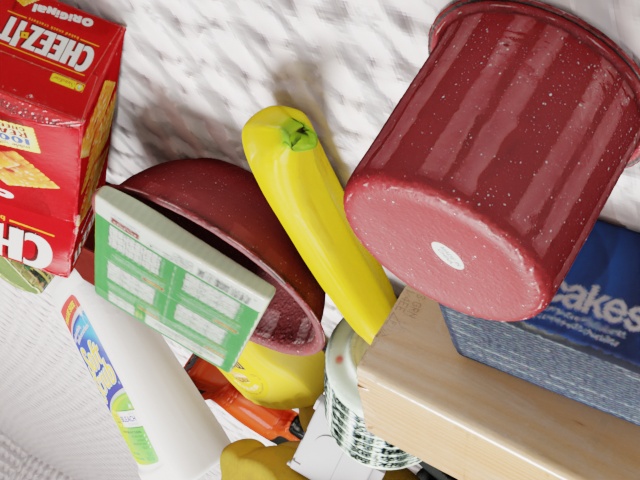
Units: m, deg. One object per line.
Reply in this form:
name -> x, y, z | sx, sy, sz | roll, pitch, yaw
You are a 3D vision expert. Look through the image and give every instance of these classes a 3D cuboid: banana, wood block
banana -> 0.000, -0.008, 0.538 | 0.070, 0.037, 0.197 | 66, -177, 38
wood block -> 0.130, 0.091, 0.522 | 0.206, 0.090, 0.091 | 26, 157, 19

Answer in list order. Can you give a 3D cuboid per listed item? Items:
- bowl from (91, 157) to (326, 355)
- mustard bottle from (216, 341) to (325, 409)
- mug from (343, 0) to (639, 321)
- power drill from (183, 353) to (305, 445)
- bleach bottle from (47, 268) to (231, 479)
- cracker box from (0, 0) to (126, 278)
bowl -> -0.054, 0.001, 0.634 | 0.162, 0.055, 0.162 | 28, 158, 12
mustard bottle -> -0.074, 0.047, 0.757 | 0.096, 0.058, 0.191 | 9, 147, 45
mug -> 0.058, -0.022, 0.392 | 0.093, 0.081, 0.117 | 34, 159, -2
power drill -> -0.031, 0.154, 0.928 | 0.187, 0.057, 0.185 | 38, 155, -9
bleach bottle -> -0.168, 0.081, 0.874 | 0.251, 0.068, 0.103 | 61, 151, -7
cracker box -> -0.206, -0.068, 0.611 | 0.164, 0.072, 0.214 | 21, 152, -6
